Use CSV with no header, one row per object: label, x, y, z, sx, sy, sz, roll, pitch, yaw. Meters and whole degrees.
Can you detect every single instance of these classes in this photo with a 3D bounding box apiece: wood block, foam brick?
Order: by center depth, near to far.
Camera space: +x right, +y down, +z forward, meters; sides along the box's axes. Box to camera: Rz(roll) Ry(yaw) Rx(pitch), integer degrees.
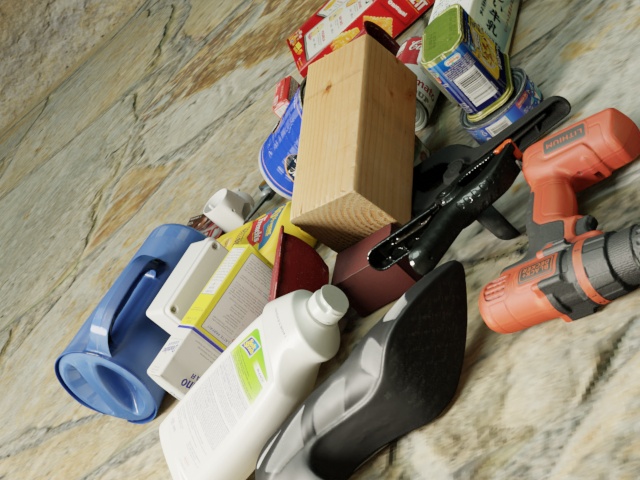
foam brick,0.057,0.029,1.057,0.078,0.053,0.051,-30,29,32
wood block,0.037,-0.100,1.117,0.091,0.090,0.206,-23,48,37

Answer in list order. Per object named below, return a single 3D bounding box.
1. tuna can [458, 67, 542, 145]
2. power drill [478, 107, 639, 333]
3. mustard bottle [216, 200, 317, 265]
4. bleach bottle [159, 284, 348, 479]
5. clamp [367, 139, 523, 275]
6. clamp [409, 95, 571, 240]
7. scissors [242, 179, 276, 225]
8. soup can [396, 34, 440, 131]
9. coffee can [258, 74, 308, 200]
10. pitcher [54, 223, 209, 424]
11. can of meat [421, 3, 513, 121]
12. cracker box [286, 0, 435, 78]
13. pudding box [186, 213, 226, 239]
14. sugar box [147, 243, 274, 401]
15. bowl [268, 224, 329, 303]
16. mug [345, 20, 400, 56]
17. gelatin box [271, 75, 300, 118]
tuna can,0.189,-0.139,1.118,0.086,0.033,0.086,-37,26,21
power drill,0.217,-0.022,0.865,0.185,0.057,0.187,-25,32,40
mustard bottle,-0.059,0.001,1.283,0.192,0.058,0.096,-25,27,39
bleach bottle,-0.053,0.134,0.954,0.251,0.067,0.103,-49,54,33
clamp,0.115,-0.026,0.972,0.171,0.039,0.120,-42,17,-22
clamp,0.152,-0.070,1.068,0.210,0.036,0.164,0,53,56
scissors,-0.051,-0.073,1.380,0.096,0.016,0.201,-33,12,11
soup can,0.112,-0.187,1.277,0.069,0.068,0.102,-19,37,46
coffee can,-0.003,-0.123,1.274,0.140,0.102,0.102,-51,12,53
pitcher,-0.212,0.088,1.307,0.149,0.145,0.242,-27,28,44
can of meat,0.150,-0.186,1.106,0.058,0.084,0.102,-34,27,27
cracker box,0.056,-0.321,1.570,0.214,0.072,0.164,-41,25,12
pudding box,-0.154,0.003,1.460,0.114,0.039,0.090,-17,38,49
sugar box,-0.102,0.100,1.161,0.176,0.093,0.048,-55,25,-18
bowl,-0.025,0.067,1.076,0.162,0.055,0.162,-174,91,-86
mug,0.066,-0.228,1.406,0.082,0.093,0.117,-41,-7,25
gelatin box,-0.026,-0.173,1.455,0.030,0.089,0.073,-35,27,25
